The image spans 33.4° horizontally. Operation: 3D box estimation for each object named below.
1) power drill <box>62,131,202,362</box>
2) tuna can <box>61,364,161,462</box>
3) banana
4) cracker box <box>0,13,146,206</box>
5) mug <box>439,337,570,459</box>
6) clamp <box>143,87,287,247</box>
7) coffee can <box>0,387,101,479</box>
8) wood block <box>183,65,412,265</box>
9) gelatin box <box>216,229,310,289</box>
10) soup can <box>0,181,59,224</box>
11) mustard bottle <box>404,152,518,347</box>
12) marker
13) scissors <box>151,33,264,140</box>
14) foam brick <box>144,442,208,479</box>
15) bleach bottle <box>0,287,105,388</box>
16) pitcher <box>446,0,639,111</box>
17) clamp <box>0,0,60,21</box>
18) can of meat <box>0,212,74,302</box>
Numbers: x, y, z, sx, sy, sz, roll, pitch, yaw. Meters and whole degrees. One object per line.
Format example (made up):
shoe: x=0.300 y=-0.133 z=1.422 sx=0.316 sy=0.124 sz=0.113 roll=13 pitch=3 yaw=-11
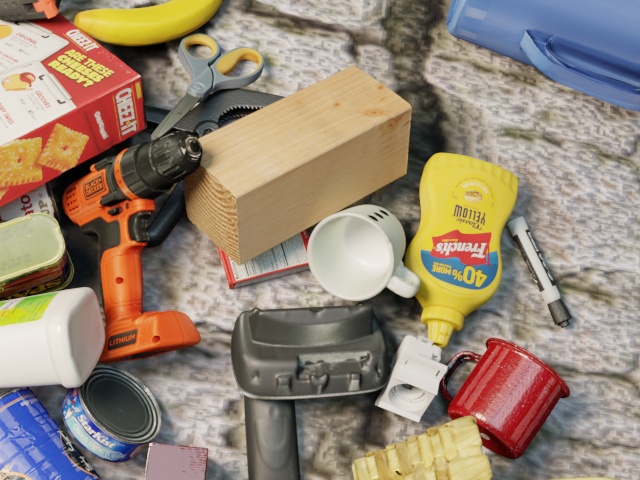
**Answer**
power drill: x=-0.159 y=0.009 z=0.962 sx=0.057 sy=0.185 sz=0.187 roll=2 pitch=74 yaw=-44
tuna can: x=-0.186 y=0.154 z=0.948 sx=0.086 sy=0.086 sz=0.034 roll=46 pitch=114 yaw=6
banana: x=-0.159 y=-0.236 z=1.084 sx=0.197 sy=0.037 sz=0.069 roll=-40 pitch=94 yaw=-34
cracker box: x=-0.293 y=-0.117 z=0.977 sx=0.213 sy=0.072 sz=0.164 roll=-33 pitch=55 yaw=-28
mug: x=0.165 y=0.147 z=1.014 sx=0.117 sy=0.093 sz=0.081 roll=28 pitch=72 yaw=33
clamp: x=-0.121 y=-0.105 z=1.066 sx=0.209 sy=0.036 sz=0.164 roll=-28 pitch=79 yaw=-16
coffee can: x=-0.248 y=0.210 z=0.909 sx=0.102 sy=0.103 sz=0.140 roll=-39 pitch=82 yaw=-18
wood block: x=-0.021 y=-0.075 z=1.014 sx=0.205 sy=0.091 sz=0.090 roll=-30 pitch=51 yaw=-26
gelatin box: x=-0.057 y=0.001 z=1.047 sx=0.089 sy=0.030 sz=0.073 roll=-15 pitch=77 yaw=-14
soup can: x=-0.303 y=-0.036 z=0.996 sx=0.102 sy=0.068 sz=0.068 roll=-17 pitch=76 yaw=-15
mustard bottle: x=0.134 y=0.013 z=1.060 sx=0.096 sy=0.058 sz=0.191 roll=16 pitch=71 yaw=-7
marker: x=0.224 y=0.033 z=1.090 sx=0.020 sy=0.020 sz=0.121 roll=-20 pitch=77 yaw=-15
scissors: x=-0.132 y=-0.157 z=1.047 sx=0.096 sy=0.016 sz=0.201 roll=33 pitch=41 yaw=17
foam brick: x=-0.129 y=0.209 z=0.943 sx=0.053 sy=0.078 sz=0.051 roll=8 pitch=73 yaw=-7
bleach bottle: x=-0.320 y=0.095 z=0.918 sx=0.251 sy=0.102 sz=0.068 roll=-8 pitch=108 yaw=7
pitcher: x=0.260 y=-0.227 z=1.120 sx=0.243 sy=0.149 sz=0.145 roll=17 pitch=95 yaw=0
clamp: x=-0.308 y=-0.245 z=1.038 sx=0.120 sy=0.039 sz=0.172 roll=-36 pitch=38 yaw=-8
can of meat: x=-0.280 y=0.020 z=0.974 sx=0.102 sy=0.084 sz=0.057 roll=-20 pitch=77 yaw=-15
